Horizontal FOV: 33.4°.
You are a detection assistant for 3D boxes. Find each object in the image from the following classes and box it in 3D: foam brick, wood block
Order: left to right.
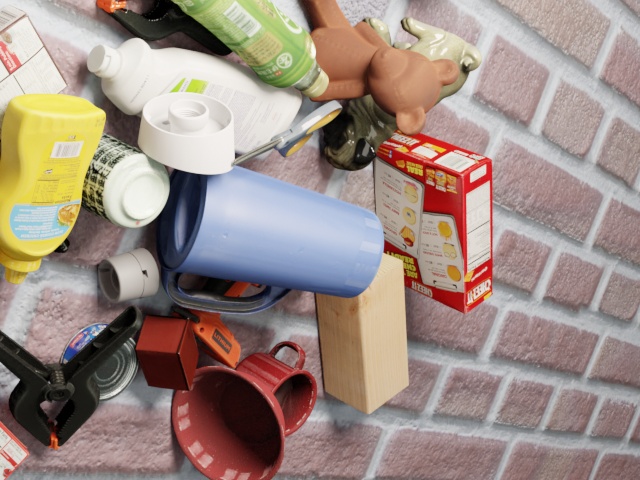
[{"bbox_3d":[-0.175,0.129,1.229,0.078,0.051,0.053,84,13,-48],"label":"foam brick"},{"bbox_3d":[0.058,0.122,1.473,0.090,0.090,0.206,-29,127,-36],"label":"wood block"}]

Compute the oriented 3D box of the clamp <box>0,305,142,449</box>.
[{"bbox_3d":[-0.266,0.143,1.117,0.164,0.036,0.210,-7,136,-15],"label":"clamp"}]

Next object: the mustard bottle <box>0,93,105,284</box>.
[{"bbox_3d":[-0.273,-0.044,1.024,0.096,0.058,0.192,-10,126,-53],"label":"mustard bottle"}]

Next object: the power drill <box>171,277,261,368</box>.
[{"bbox_3d":[-0.085,0.060,1.315,0.187,0.057,0.184,-56,135,-16],"label":"power drill"}]

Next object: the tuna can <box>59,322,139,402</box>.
[{"bbox_3d":[-0.246,0.137,1.194,0.085,0.034,0.086,-23,124,-39],"label":"tuna can"}]

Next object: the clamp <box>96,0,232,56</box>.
[{"bbox_3d":[-0.148,-0.258,1.107,0.171,0.039,0.120,-3,105,-46],"label":"clamp"}]

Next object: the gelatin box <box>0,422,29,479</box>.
[{"bbox_3d":[-0.360,0.230,1.118,0.089,0.030,0.073,-48,135,-21],"label":"gelatin box"}]

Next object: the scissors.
[{"bbox_3d":[-0.049,-0.101,1.170,0.201,0.016,0.096,-36,175,-42],"label":"scissors"}]

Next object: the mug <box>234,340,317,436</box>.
[{"bbox_3d":[-0.060,0.185,1.382,0.093,0.082,0.117,24,90,-50],"label":"mug"}]

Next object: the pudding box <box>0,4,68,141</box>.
[{"bbox_3d":[-0.302,-0.149,0.993,0.113,0.039,0.090,-44,137,-21],"label":"pudding box"}]

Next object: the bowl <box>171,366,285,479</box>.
[{"bbox_3d":[-0.102,0.221,1.309,0.055,0.162,0.162,-29,130,-57],"label":"bowl"}]

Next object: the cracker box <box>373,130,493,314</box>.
[{"bbox_3d":[0.154,-0.030,1.448,0.072,0.164,0.214,-28,127,-33],"label":"cracker box"}]

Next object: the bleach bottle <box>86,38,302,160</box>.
[{"bbox_3d":[-0.137,-0.163,1.141,0.250,0.068,0.103,17,111,-48],"label":"bleach bottle"}]

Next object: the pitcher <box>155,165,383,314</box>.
[{"bbox_3d":[-0.058,0.001,1.203,0.242,0.149,0.145,14,60,-28],"label":"pitcher"}]
